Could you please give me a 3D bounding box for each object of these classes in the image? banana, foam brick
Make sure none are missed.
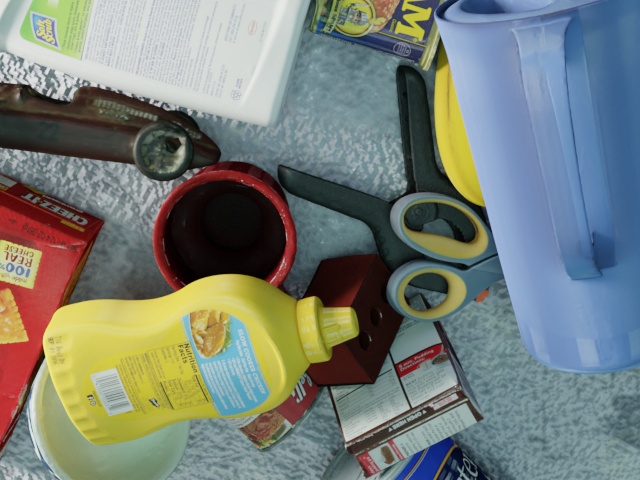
[{"bbox_3d":[0.107,-0.107,0.712,0.069,0.037,0.198,-9,101,-37],"label":"banana"},{"bbox_3d":[0.018,0.055,0.731,0.051,0.078,0.053,-11,128,38],"label":"foam brick"}]

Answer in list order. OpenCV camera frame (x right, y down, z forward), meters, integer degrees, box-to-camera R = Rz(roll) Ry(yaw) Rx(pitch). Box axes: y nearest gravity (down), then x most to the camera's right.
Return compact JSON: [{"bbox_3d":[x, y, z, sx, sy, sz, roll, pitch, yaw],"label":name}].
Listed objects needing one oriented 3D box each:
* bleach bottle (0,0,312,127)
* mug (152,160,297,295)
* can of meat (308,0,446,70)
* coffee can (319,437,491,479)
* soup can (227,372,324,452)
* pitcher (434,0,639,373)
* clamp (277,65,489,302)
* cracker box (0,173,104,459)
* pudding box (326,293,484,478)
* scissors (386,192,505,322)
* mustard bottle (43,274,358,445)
[{"bbox_3d":[-0.137,-0.153,0.699,0.251,0.068,0.102,16,101,-2],"label":"bleach bottle"},{"bbox_3d":[-0.055,0.001,0.726,0.093,0.081,0.117,-35,101,8],"label":"mug"},{"bbox_3d":[0.045,-0.172,0.697,0.084,0.057,0.102,16,104,-2],"label":"can of meat"},{"bbox_3d":[0.080,0.200,0.766,0.103,0.103,0.140,-42,101,9],"label":"coffee can"},{"bbox_3d":[-0.056,0.091,0.756,0.068,0.068,0.102,-44,100,10],"label":"soup can"},{"bbox_3d":[0.155,-0.040,0.649,0.149,0.145,0.243,-26,113,-25],"label":"pitcher"},{"bbox_3d":[0.067,-0.033,0.741,0.171,0.039,0.120,42,96,-16],"label":"clamp"},{"bbox_3d":[-0.270,0.052,0.743,0.164,0.072,0.214,25,103,-6],"label":"cracker box"},{"bbox_3d":[0.051,0.097,0.735,0.090,0.113,0.039,-29,120,7],"label":"pudding box"},{"bbox_3d":[0.129,0.032,0.742,0.201,0.016,0.096,25,91,-20],"label":"scissors"},{"bbox_3d":[-0.070,0.070,0.676,0.192,0.058,0.096,-12,116,11],"label":"mustard bottle"}]
